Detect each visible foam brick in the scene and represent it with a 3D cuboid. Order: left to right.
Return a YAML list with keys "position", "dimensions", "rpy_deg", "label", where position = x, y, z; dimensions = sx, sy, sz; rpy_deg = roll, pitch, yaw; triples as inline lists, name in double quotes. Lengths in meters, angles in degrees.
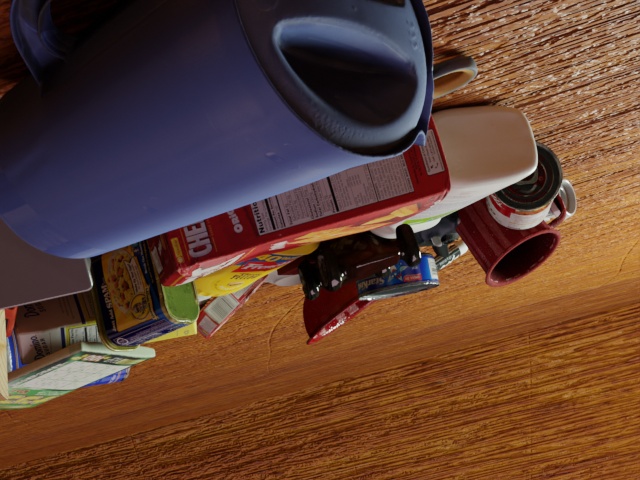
- position: [-0.005, 0.003, 1.104]
  dimensions: [0.078, 0.053, 0.051]
  rpy_deg: [-1, 163, -40]
  label: "foam brick"

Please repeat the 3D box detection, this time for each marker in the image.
- position: [0.157, 0.021, 1.343]
  dimensions: [0.121, 0.020, 0.020]
  rpy_deg: [-32, 176, -24]
  label: "marker"

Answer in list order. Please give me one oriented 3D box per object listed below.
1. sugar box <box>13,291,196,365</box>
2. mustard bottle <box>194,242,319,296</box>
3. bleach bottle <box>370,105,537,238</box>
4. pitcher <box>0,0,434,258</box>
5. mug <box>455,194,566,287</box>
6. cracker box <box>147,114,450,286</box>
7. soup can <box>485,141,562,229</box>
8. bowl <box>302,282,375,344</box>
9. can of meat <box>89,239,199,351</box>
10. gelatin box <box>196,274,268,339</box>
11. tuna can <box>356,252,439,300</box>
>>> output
- position: [-0.222, 0.071, 1.081]
  dimensions: [0.176, 0.093, 0.048]
  rpy_deg: [-11, 123, -17]
  label: "sugar box"
- position: [-0.057, 0.002, 1.029]
  dimensions: [0.096, 0.058, 0.192]
  rpy_deg: [1, 161, -40]
  label: "mustard bottle"
- position: [0.092, -0.047, 0.964]
  dimensions: [0.102, 0.068, 0.251]
  rpy_deg: [-8, 169, -21]
  label: "bleach bottle"
- position: [-0.078, -0.076, 0.540]
  dimensions: [0.243, 0.149, 0.144]
  rpy_deg: [-20, -179, 41]
  label: "pitcher"
- position: [0.204, -0.017, 1.134]
  dimensions: [0.117, 0.081, 0.093]
  rpy_deg: [-33, 152, 3]
  label: "mug"
- position: [-0.024, -0.027, 0.826]
  dimensions: [0.213, 0.072, 0.164]
  rpy_deg: [-17, 177, -13]
  label: "cracker box"
- position: [0.196, -0.052, 1.036]
  dimensions: [0.068, 0.068, 0.102]
  rpy_deg: [-14, 168, 4]
  label: "soup can"
- position: [0.033, 0.061, 1.322]
  dimensions: [0.162, 0.055, 0.162]
  rpy_deg: [-36, 171, -7]
  label: "bowl"
- position: [-0.166, 0.044, 1.001]
  dimensions: [0.084, 0.102, 0.057]
  rpy_deg: [-23, 164, 29]
  label: "can of meat"
- position: [-0.106, 0.070, 1.250]
  dimensions: [0.089, 0.030, 0.073]
  rpy_deg: [-46, 180, -25]
  label: "gelatin box"
- position: [0.079, 0.038, 1.106]
  dimensions: [0.086, 0.034, 0.086]
  rpy_deg: [-9, 171, -2]
  label: "tuna can"
